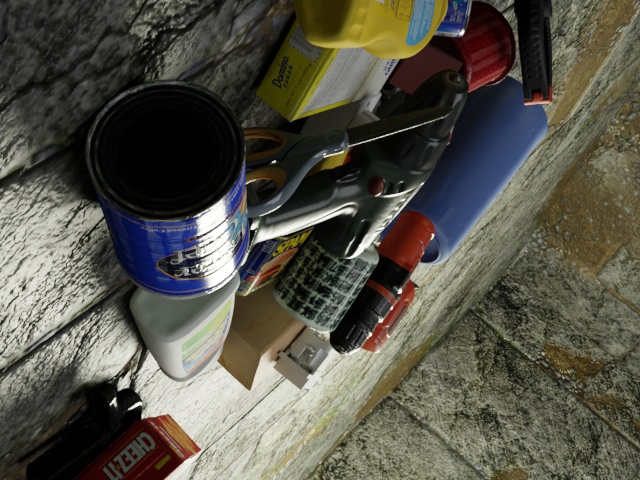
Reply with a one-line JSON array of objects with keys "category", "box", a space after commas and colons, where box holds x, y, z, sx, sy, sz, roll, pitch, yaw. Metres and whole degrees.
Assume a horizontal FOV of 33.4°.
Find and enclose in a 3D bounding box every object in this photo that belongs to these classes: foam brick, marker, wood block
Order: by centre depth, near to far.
[{"category": "foam brick", "box": [0.095, -0.174, 1.017, 0.051, 0.053, 0.078, -56, -160, 25]}, {"category": "marker", "box": [0.075, -0.157, 1.146, 0.020, 0.020, 0.121, -49, 166, -4]}, {"category": "wood block", "box": [-0.037, 0.062, 1.227, 0.205, 0.090, 0.091, -41, 164, -32]}]

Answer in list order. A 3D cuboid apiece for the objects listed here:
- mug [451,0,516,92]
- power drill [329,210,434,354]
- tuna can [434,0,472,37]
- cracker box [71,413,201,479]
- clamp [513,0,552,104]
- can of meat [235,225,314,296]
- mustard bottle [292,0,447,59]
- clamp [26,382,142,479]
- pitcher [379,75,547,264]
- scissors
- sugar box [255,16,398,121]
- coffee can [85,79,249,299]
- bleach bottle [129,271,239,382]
[{"category": "mug", "box": [0.137, -0.192, 1.126, 0.081, 0.093, 0.117, -31, -174, -41]}, {"category": "power drill", "box": [0.067, 0.071, 1.241, 0.184, 0.057, 0.188, -55, 170, -17]}, {"category": "tuna can", "box": [0.117, -0.227, 0.962, 0.086, 0.033, 0.086, -177, -87, -89]}, {"category": "cracker box", "box": [-0.219, 0.268, 1.168, 0.164, 0.072, 0.214, -43, 174, -6]}, {"category": "clamp", "box": [0.218, -0.248, 1.101, 0.164, 0.036, 0.210, 15, 74, -69]}, {"category": "can of meat", "box": [-0.057, 0.001, 1.072, 0.084, 0.057, 0.101, -54, 166, 27]}, {"category": "mustard bottle", "box": [0.049, -0.187, 0.806, 0.191, 0.058, 0.096, -7, 98, -60]}, {"category": "clamp", "box": [-0.230, 0.193, 1.075, 0.120, 0.039, 0.171, -43, 168, -1]}, {"category": "pitcher", "box": [0.165, -0.096, 1.315, 0.242, 0.149, 0.145, -52, 178, -27]}, {"category": "scissors", "box": [0.004, -0.063, 0.839, 0.016, 0.202, 0.096, 74, 15, -53]}, {"category": "sugar box", "box": [0.021, -0.161, 0.907, 0.093, 0.048, 0.176, -57, 168, 27]}, {"category": "coffee can", "box": [-0.101, -0.031, 0.739, 0.102, 0.103, 0.140, -45, 166, -19]}, {"category": "bleach bottle", "box": [-0.126, 0.084, 1.064, 0.102, 0.068, 0.251, -44, 168, -15]}]
